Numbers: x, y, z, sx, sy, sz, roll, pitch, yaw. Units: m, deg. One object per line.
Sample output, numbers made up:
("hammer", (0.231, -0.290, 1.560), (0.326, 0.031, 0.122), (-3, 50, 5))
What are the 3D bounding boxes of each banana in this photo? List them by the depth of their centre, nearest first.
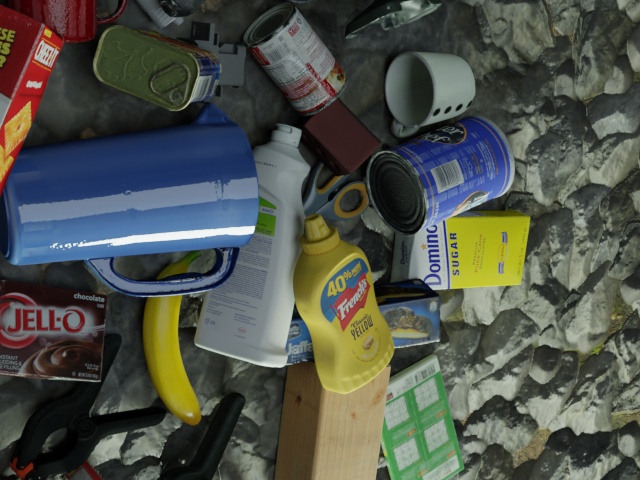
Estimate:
("banana", (-0.158, 0.109, 1.147), (0.069, 0.037, 0.198), (-4, 103, -28))

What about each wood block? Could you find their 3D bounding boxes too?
("wood block", (0.010, 0.233, 1.251), (0.090, 0.091, 0.206), (0, 103, -31))

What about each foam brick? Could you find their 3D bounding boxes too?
("foam brick", (0.016, -0.115, 1.174), (0.078, 0.053, 0.051), (44, 76, -13))

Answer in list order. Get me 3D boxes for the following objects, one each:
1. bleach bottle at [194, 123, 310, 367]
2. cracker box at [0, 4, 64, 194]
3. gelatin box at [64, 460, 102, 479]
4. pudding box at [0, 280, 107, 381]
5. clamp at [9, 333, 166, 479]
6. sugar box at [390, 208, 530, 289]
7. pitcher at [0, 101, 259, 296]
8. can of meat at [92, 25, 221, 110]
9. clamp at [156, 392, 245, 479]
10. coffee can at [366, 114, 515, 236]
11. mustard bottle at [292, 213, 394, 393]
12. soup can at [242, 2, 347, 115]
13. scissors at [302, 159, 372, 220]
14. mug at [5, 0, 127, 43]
("bleach bottle", (-0.057, 0.001, 1.138), (0.068, 0.103, 0.251), (18, 86, -67))
("cracker box", (-0.341, -0.113, 0.921), (0.164, 0.072, 0.214), (23, 90, 3))
("gelatin box", (-0.231, 0.280, 1.130), (0.030, 0.073, 0.089), (-37, 119, -17))
("pudding box", (-0.272, 0.092, 1.060), (0.113, 0.039, 0.090), (11, 75, -34))
("clamp", (-0.251, 0.178, 1.113), (0.171, 0.039, 0.120), (-30, 110, -28))
("sugar box", (0.173, 0.011, 1.316), (0.175, 0.048, 0.093), (-3, 105, -31))
("pitcher", (-0.189, -0.034, 1.041), (0.242, 0.149, 0.145), (-9, 145, -25))
("can of meat", (-0.153, -0.167, 1.026), (0.102, 0.084, 0.057), (22, 104, 8))
("clamp", (-0.133, 0.287, 1.172), (0.209, 0.036, 0.164), (-40, 126, -48))
("coffee can", (0.138, -0.076, 1.229), (0.140, 0.103, 0.103), (-24, 114, -31))
("mustard bottle", (0.018, 0.059, 1.127), (0.096, 0.058, 0.191), (-35, 119, -35))
("soup can", (-0.027, -0.192, 1.130), (0.068, 0.069, 0.102), (-47, 121, -12))
("scissors", (-0.013, -0.019, 1.215), (0.096, 0.016, 0.201), (42, 81, -32))
("mug", (-0.236, -0.228, 0.983), (0.117, 0.093, 0.081), (-4, 110, -24))
